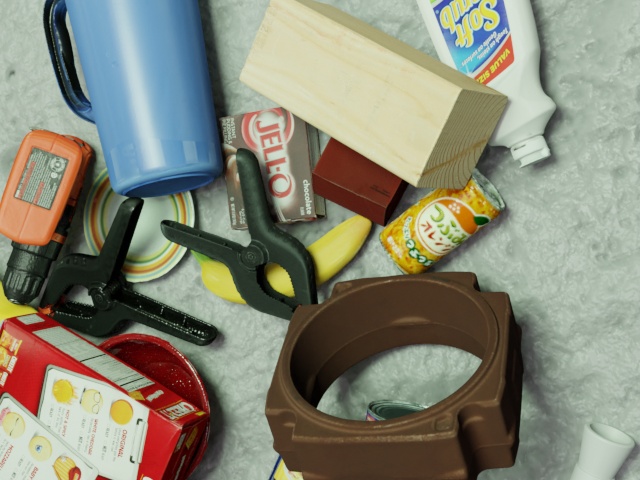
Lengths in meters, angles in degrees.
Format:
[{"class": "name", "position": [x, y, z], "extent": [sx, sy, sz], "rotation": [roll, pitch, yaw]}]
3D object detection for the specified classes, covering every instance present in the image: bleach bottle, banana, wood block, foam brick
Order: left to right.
[{"class": "banana", "position": [-0.040, 0.024, 1.031], "extent": [0.198, 0.037, 0.069], "rotation": [-10, 89, 22]}, {"class": "foam brick", "position": [0.037, -0.057, 0.975], "extent": [0.078, 0.051, 0.053], "rotation": [27, 74, 9]}, {"class": "wood block", "position": [0.042, -0.131, 0.924], "extent": [0.206, 0.090, 0.090], "rotation": [34, 110, 29]}, {"class": "bleach bottle", "position": [0.149, -0.188, 0.937], "extent": [0.103, 0.068, 0.251], "rotation": [-23, 84, 23]}]

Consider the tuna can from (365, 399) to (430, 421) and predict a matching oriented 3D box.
[{"class": "tuna can", "position": [0.081, 0.172, 0.958], "extent": [0.086, 0.086, 0.034], "rotation": [13, 98, 22]}]

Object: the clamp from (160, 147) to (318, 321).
[{"class": "clamp", "position": [-0.056, 0.001, 0.990], "extent": [0.171, 0.039, 0.120], "rotation": [41, 116, 3]}]

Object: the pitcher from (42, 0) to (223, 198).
[{"class": "pitcher", "position": [-0.178, -0.166, 1.032], "extent": [0.144, 0.149, 0.243], "rotation": [-10, 84, -20]}]

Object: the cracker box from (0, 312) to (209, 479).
[{"class": "cracker box", "position": [-0.234, 0.190, 1.034], "extent": [0.214, 0.072, 0.164], "rotation": [28, 104, 17]}]

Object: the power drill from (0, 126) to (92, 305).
[{"class": "power drill", "position": [-0.274, -0.027, 1.042], "extent": [0.057, 0.188, 0.184], "rotation": [18, 83, -10]}]

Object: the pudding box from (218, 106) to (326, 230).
[{"class": "pudding box", "position": [-0.046, -0.070, 1.031], "extent": [0.090, 0.039, 0.113], "rotation": [-8, 89, 21]}]

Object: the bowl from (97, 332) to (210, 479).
[{"class": "bowl", "position": [-0.171, 0.171, 1.079], "extent": [0.162, 0.055, 0.162], "rotation": [1, 91, 22]}]

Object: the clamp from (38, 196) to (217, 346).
[{"class": "clamp", "position": [-0.215, 0.040, 1.078], "extent": [0.210, 0.036, 0.164], "rotation": [-7, 114, 34]}]
